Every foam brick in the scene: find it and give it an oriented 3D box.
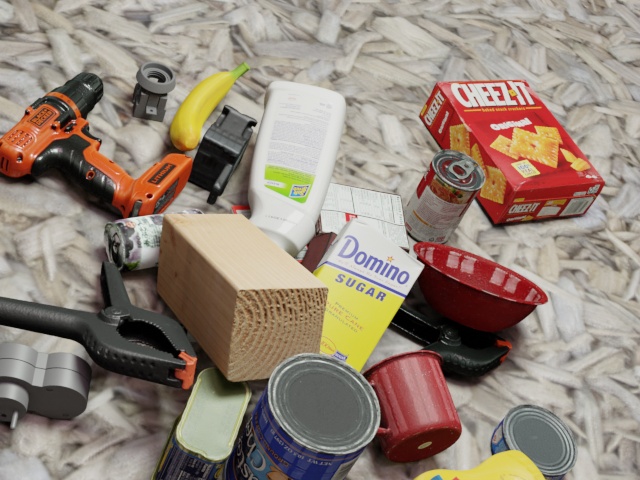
[{"bbox_3d":[0.024,0.033,1.159,0.078,0.053,0.051,30,70,-20],"label":"foam brick"}]

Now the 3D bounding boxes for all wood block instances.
[{"bbox_3d":[-0.082,0.048,1.026,0.090,0.090,0.206,-1,20,-27],"label":"wood block"}]

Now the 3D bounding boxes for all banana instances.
[{"bbox_3d":[-0.145,-0.156,1.276,0.037,0.070,0.197,43,38,-17],"label":"banana"}]

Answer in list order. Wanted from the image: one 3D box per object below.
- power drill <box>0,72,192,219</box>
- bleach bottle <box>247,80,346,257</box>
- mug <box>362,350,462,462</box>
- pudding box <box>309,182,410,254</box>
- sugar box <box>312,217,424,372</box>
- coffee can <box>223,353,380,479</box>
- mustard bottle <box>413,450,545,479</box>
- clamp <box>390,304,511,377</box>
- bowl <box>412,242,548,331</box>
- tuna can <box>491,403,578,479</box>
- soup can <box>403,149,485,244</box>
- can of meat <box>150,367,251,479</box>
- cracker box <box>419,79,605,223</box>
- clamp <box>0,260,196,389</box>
[{"bbox_3d":[-0.241,-0.101,1.186,0.187,0.057,0.184,28,46,6],"label":"power drill"},{"bbox_3d":[-0.041,-0.069,1.190,0.102,0.068,0.250,11,51,6],"label":"bleach bottle"},{"bbox_3d":[0.081,0.166,1.053,0.117,0.093,0.081,6,50,-34],"label":"mug"},{"bbox_3d":[0.042,-0.020,1.230,0.113,0.039,0.090,11,44,-17],"label":"pudding box"},{"bbox_3d":[0.023,0.072,1.091,0.093,0.048,0.176,35,72,-6],"label":"sugar box"},{"bbox_3d":[-0.019,0.183,0.952,0.102,0.140,0.103,13,44,-14],"label":"coffee can"},{"bbox_3d":[0.131,0.261,1.009,0.191,0.058,0.096,-6,56,-30],"label":"mustard bottle"},{"bbox_3d":[0.127,0.106,1.174,0.171,0.039,0.120,6,45,-31],"label":"clamp"},{"bbox_3d":[0.170,0.058,1.201,0.162,0.055,0.162,19,14,-5],"label":"bowl"},{"bbox_3d":[0.223,0.216,1.115,0.086,0.034,0.086,13,44,-14],"label":"tuna can"},{"bbox_3d":[0.146,-0.050,1.287,0.068,0.102,0.068,13,44,-14],"label":"soup can"},{"bbox_3d":[-0.106,0.176,0.958,0.057,0.084,0.102,22,42,-4],"label":"can of meat"},{"bbox_3d":[0.257,-0.126,1.437,0.163,0.072,0.214,-6,51,-31],"label":"cracker box"},{"bbox_3d":[-0.201,0.081,0.980,0.210,0.036,0.164,29,29,37],"label":"clamp"}]
